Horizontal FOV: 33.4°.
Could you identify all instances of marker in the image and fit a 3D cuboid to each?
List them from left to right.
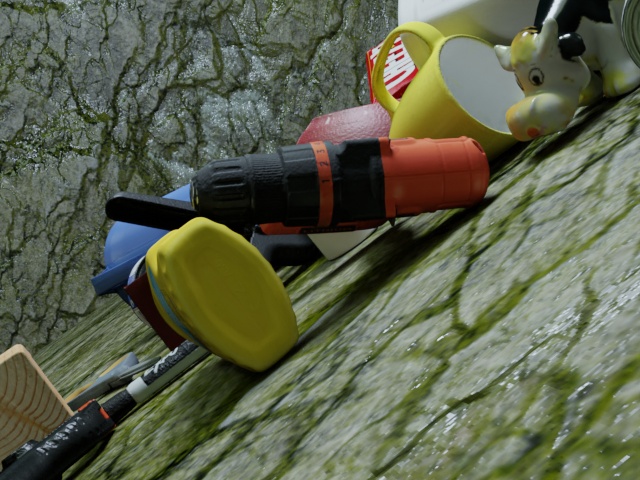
[{"bbox_3d":[-0.119,0.100,0.821,0.121,0.020,0.020,-37,6,-13],"label":"marker"}]

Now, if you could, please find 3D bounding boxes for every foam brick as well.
[{"bbox_3d":[-0.126,0.057,0.919,0.051,0.078,0.053,-37,4,-9],"label":"foam brick"}]

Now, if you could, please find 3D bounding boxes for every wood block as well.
[{"bbox_3d":[-0.260,0.148,0.889,0.090,0.091,0.206,-37,6,-15],"label":"wood block"}]

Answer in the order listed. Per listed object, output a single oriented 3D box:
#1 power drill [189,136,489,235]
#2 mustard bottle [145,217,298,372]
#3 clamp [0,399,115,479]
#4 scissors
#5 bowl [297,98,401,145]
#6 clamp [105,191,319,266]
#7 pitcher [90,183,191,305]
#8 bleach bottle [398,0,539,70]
[{"bbox_3d":[0.001,-0.033,0.717,0.184,0.057,0.188,-3,1,-9],"label":"power drill"},{"bbox_3d":[-0.073,0.036,0.700,0.058,0.096,0.192,-41,7,-13],"label":"mustard bottle"},{"bbox_3d":[-0.193,0.155,0.720,0.120,0.039,0.171,-28,9,42],"label":"clamp"},{"bbox_3d":[-0.181,0.121,1.020,0.202,0.016,0.096,-30,8,41],"label":"scissors"},{"bbox_3d":[0.043,-0.090,0.940,0.162,0.055,0.162,-12,4,1],"label":"bowl"},{"bbox_3d":[-0.056,0.001,0.904,0.209,0.165,0.036,-13,-42,-47],"label":"clamp"},{"bbox_3d":[-0.140,0.001,1.187,0.243,0.144,0.149,-24,45,51],"label":"pitcher"},{"bbox_3d":[0.181,-0.206,0.789,0.251,0.068,0.102,-21,41,26],"label":"bleach bottle"}]
